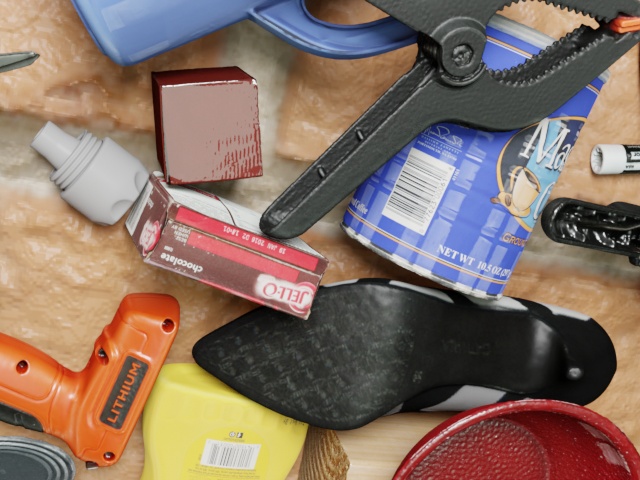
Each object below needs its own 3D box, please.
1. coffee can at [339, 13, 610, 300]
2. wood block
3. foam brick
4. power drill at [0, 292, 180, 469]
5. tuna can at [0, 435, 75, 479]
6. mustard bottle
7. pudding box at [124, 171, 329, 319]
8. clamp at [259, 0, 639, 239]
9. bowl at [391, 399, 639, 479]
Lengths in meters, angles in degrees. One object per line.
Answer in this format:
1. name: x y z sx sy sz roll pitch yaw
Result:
1. coffee can: 0.085 -0.051 0.603 0.102 0.103 0.140 21 99 -18
2. wood block: 0.095 0.165 0.673 0.205 0.090 0.091 7 104 -16
3. foam brick: -0.063 -0.064 0.578 0.051 0.078 0.053 -5 106 -11
4. power drill: -0.177 0.036 0.591 0.187 0.057 0.184 22 101 -16
5. tuna can: -0.183 0.144 0.603 0.086 0.086 0.034 3 106 -14
6. mustard bottle: -0.074 0.174 0.651 0.096 0.058 0.192 10 102 -21
7. pudding box: -0.054 0.001 0.579 0.090 0.113 0.039 22 96 -18
8. clamp: 0.055 -0.100 0.503 0.210 0.036 0.164 -17 119 -7
9. bowl: 0.096 0.150 0.588 0.162 0.055 0.162 -4 109 -13
